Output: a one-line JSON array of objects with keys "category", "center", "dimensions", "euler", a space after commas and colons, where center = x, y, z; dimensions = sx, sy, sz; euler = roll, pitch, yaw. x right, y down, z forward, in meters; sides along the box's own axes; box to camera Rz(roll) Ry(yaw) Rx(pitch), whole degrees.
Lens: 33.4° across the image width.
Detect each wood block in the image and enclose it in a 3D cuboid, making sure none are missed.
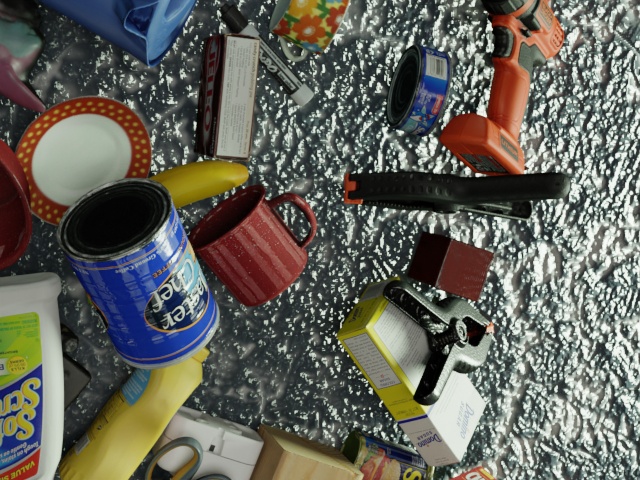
[{"category": "wood block", "center": [-0.047, 0.300, 1.049], "dimensions": [0.090, 0.091, 0.206], "euler": [22, 91, -19]}]

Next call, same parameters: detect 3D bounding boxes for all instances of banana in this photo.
[{"category": "banana", "center": [-0.159, -0.025, 1.002], "dimensions": [0.197, 0.037, 0.069], "euler": [-39, 139, -6]}]

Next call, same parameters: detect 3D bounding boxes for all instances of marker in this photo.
[{"category": "marker", "center": [-0.052, -0.178, 1.020], "dimensions": [0.020, 0.020, 0.121], "euler": [-45, 107, -7]}]

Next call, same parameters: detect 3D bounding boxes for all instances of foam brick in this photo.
[{"category": "foam brick", "center": [0.130, 0.025, 1.071], "dimensions": [0.051, 0.078, 0.053], "euler": [19, 91, -17]}]

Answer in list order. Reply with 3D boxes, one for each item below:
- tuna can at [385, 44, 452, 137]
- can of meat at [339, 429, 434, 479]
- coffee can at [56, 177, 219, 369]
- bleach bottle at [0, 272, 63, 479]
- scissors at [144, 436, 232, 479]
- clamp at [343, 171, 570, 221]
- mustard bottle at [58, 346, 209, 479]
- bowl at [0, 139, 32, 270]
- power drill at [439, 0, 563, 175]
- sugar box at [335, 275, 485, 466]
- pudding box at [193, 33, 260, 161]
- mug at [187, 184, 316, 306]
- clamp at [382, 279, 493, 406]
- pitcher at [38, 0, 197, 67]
[{"category": "tuna can", "center": [0.094, -0.145, 1.033], "dimensions": [0.033, 0.086, 0.086], "euler": [13, 94, -16]}, {"category": "can of meat", "center": [0.056, 0.252, 1.091], "dimensions": [0.083, 0.057, 0.102], "euler": [21, 91, -16]}, {"category": "coffee can", "center": [-0.157, 0.030, 0.940], "dimensions": [0.102, 0.103, 0.140], "euler": [-28, 133, -11]}, {"category": "bleach bottle", "center": [-0.264, 0.159, 0.933], "dimensions": [0.102, 0.068, 0.251], "euler": [-7, 98, -10]}, {"category": "scissors", "center": [-0.154, 0.271, 1.014], "dimensions": [0.096, 0.016, 0.202], "euler": [28, 110, -10]}, {"category": "clamp", "center": [0.129, -0.044, 1.053], "dimensions": [0.210, 0.164, 0.036], "euler": [2, 82, 6]}, {"category": "mustard bottle", "center": [-0.164, 0.152, 0.991], "dimensions": [0.058, 0.096, 0.191], "euler": [37, 86, -16]}, {"category": "bowl", "center": [-0.311, -0.050, 0.917], "dimensions": [0.162, 0.055, 0.162], "euler": [10, 128, 12]}, {"category": "power drill", "center": [0.169, -0.167, 1.010], "dimensions": [0.184, 0.057, 0.187], "euler": [31, 73, -52]}, {"category": "sugar box", "center": [0.093, 0.132, 1.070], "dimensions": [0.176, 0.048, 0.093], "euler": [58, 39, -17]}, {"category": "pudding box", "center": [-0.087, -0.131, 0.979], "dimensions": [0.039, 0.090, 0.113], "euler": [2, 97, -17]}, {"category": "mug", "center": [-0.057, 0.001, 1.003], "dimensions": [0.117, 0.093, 0.081], "euler": [-34, 111, 11]}, {"category": "clamp", "center": [0.124, 0.104, 1.049], "dimensions": [0.171, 0.039, 0.120], "euler": [12, 67, -49]}, {"category": "pitcher", "center": [-0.211, -0.261, 0.894], "dimensions": [0.243, 0.149, 0.145], "euler": [28, 81, -1]}]
